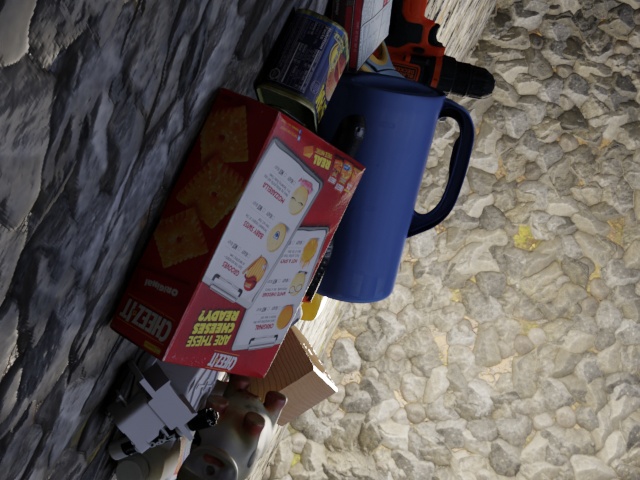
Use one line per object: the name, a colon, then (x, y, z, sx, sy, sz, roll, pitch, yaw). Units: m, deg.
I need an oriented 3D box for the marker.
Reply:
marker: (-0.148, 0.182, 1.011, 0.121, 0.020, 0.020, -22, -169, 23)

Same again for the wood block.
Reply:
wood block: (-0.051, 0.158, 1.303, 0.091, 0.090, 0.206, -31, 163, 0)

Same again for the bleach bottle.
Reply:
bleach bottle: (-0.165, 0.225, 1.177, 0.250, 0.068, 0.103, -27, 140, -75)

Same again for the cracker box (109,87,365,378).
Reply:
cracker box: (-0.066, 0.000, 0.898, 0.164, 0.072, 0.214, 24, 93, -61)

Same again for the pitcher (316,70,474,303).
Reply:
pitcher: (0.058, -0.058, 1.159, 0.144, 0.149, 0.243, -4, 112, -40)

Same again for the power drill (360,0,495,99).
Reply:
power drill: (0.139, -0.267, 1.282, 0.057, 0.184, 0.188, -94, -164, -66)

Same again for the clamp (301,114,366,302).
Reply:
clamp: (-0.004, -0.039, 1.059, 0.165, 0.036, 0.210, -162, -103, -68)

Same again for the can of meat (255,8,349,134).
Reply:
can of meat: (-0.014, -0.154, 0.983, 0.102, 0.057, 0.084, 78, 36, -79)

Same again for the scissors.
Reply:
scissors: (0.081, -0.173, 1.248, 0.201, 0.016, 0.096, 47, 59, -35)

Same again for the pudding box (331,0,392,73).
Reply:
pudding box: (0.044, -0.240, 1.124, 0.113, 0.039, 0.090, -53, 156, -50)
